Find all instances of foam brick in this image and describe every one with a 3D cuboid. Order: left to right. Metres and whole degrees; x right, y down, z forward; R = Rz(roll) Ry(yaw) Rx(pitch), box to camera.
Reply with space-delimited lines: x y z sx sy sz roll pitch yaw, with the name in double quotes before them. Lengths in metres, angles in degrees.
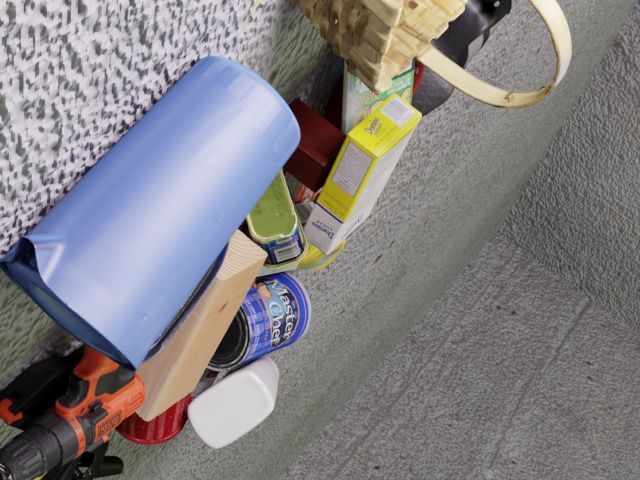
"foam brick" -0.015 -0.101 1.139 0.053 0.078 0.051 -44 167 -31

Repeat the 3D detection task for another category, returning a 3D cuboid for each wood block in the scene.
"wood block" -0.150 0.077 1.118 0.090 0.090 0.206 -31 156 -56

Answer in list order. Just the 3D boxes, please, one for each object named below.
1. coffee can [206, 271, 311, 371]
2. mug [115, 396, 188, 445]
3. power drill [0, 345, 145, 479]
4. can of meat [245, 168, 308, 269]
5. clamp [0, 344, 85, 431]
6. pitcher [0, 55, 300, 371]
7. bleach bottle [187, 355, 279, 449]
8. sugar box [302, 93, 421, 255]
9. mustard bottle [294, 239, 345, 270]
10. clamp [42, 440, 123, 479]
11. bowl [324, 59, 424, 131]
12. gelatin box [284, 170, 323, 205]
"coffee can" -0.090 0.096 1.318 0.140 0.103 0.103 -15 141 -59
"mug" -0.194 0.167 1.240 0.082 0.093 0.117 106 -3 -48
"power drill" -0.219 0.116 0.964 0.184 0.057 0.188 -36 147 -54
"can of meat" -0.054 -0.031 1.142 0.057 0.102 0.084 -18 161 -2
"clamp" -0.255 0.148 1.047 0.171 0.039 0.120 -27 141 -51
"pitcher" -0.123 -0.021 0.852 0.242 0.145 0.149 -52 -172 -17
"bleach bottle" -0.102 0.192 1.348 0.102 0.068 0.251 -33 -179 0
"sugar box" 0.041 -0.069 1.146 0.093 0.048 0.176 -43 169 -39
"mustard bottle" -0.015 0.007 1.459 0.096 0.058 0.191 -29 171 9
"clamp" -0.301 0.289 1.281 0.164 0.036 0.210 -46 164 -29
"bowl" 0.054 -0.165 1.256 0.162 0.055 0.162 -48 165 -18
"gelatin box" -0.017 -0.078 1.303 0.073 0.030 0.089 -42 163 -40
